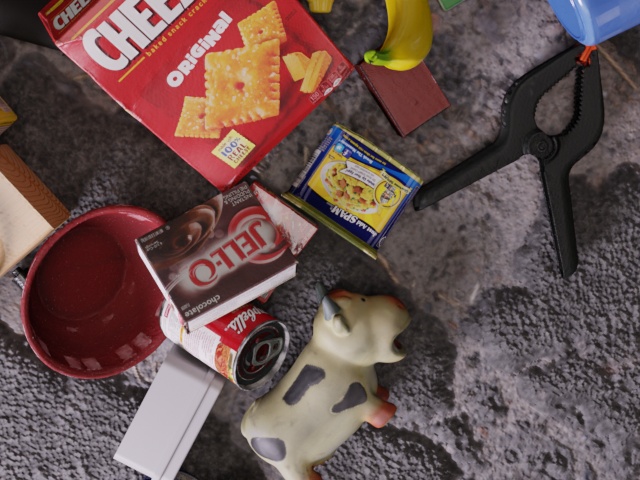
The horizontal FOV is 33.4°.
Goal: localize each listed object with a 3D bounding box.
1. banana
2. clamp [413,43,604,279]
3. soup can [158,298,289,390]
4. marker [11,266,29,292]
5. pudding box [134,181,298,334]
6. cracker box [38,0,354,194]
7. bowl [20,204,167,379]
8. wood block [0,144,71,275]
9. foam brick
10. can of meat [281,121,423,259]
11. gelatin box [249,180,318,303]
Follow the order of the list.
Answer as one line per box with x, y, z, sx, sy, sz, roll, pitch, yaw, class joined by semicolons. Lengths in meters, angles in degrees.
0.065;-0.209;0.902;0.037;0.198;0.069;-25;137;28;banana
0.205;-0.078;0.973;0.164;0.036;0.210;31;97;-6;clamp
-0.086;0.080;0.951;0.102;0.068;0.068;28;99;34;soup can
-0.243;0.072;0.993;0.020;0.020;0.121;-39;98;4;marker
-0.088;0.015;0.918;0.113;0.039;0.090;-30;70;-12;pudding box
-0.095;-0.162;0.883;0.164;0.072;0.213;-43;132;5;cracker box
-0.199;0.039;0.948;0.161;0.055;0.162;-17;118;-34;bowl
-0.334;0.017;0.945;0.206;0.090;0.091;-41;98;4;wood block
0.072;-0.139;0.951;0.051;0.053;0.078;-33;98;3;foam brick
0.030;-0.046;0.961;0.102;0.057;0.084;34;91;-7;can of meat
-0.056;0.001;0.981;0.073;0.030;0.089;36;96;-6;gelatin box
